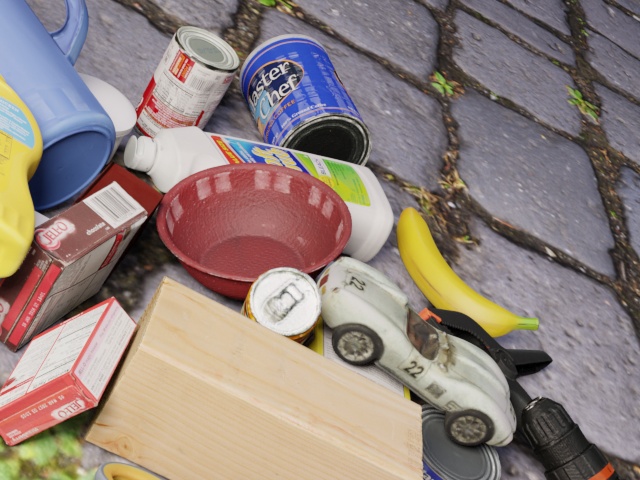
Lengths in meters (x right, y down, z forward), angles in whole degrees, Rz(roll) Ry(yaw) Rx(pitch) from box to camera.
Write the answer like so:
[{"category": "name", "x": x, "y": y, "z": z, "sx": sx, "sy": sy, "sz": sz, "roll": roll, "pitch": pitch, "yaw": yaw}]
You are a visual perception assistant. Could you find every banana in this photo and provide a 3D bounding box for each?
[{"category": "banana", "x": 0.126, "y": 0.037, "z": 1.066, "sx": 0.069, "sy": 0.037, "sz": 0.198, "roll": -11, "pitch": 46, "yaw": -41}]

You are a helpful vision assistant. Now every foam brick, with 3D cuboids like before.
[{"category": "foam brick", "x": -0.167, "y": -0.015, "z": 0.843, "sx": 0.051, "sy": 0.053, "sz": 0.078, "roll": 32, "pitch": 31, "yaw": -5}]

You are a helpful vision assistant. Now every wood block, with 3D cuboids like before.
[{"category": "wood block", "x": -0.041, "y": 0.123, "z": 0.730, "sx": 0.206, "sy": 0.091, "sz": 0.090, "roll": 28, "pitch": 28, "yaw": -11}]

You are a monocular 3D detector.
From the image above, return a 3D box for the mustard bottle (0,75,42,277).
[{"category": "mustard bottle", "x": -0.232, "y": -0.060, "z": 0.698, "sx": 0.096, "sy": 0.058, "sz": 0.191, "roll": 19, "pitch": 33, "yaw": -23}]

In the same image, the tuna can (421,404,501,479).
[{"category": "tuna can", "x": 0.100, "y": 0.175, "z": 0.855, "sx": 0.086, "sy": 0.034, "sz": 0.086, "roll": 25, "pitch": 32, "yaw": -17}]

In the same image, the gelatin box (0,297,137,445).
[{"category": "gelatin box", "x": -0.164, "y": 0.083, "z": 0.683, "sx": 0.030, "sy": 0.073, "sz": 0.089, "roll": 54, "pitch": 24, "yaw": -21}]

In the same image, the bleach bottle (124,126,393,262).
[{"category": "bleach bottle", "x": -0.059, "y": -0.050, "z": 0.991, "sx": 0.250, "sy": 0.068, "sz": 0.102, "roll": 12, "pitch": 36, "yaw": -30}]

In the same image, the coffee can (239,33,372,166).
[{"category": "coffee can", "x": -0.018, "y": -0.133, "z": 1.106, "sx": 0.102, "sy": 0.103, "sz": 0.140, "roll": 12, "pitch": 37, "yaw": -34}]

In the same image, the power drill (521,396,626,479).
[{"category": "power drill", "x": 0.188, "y": 0.224, "z": 0.820, "sx": 0.187, "sy": 0.057, "sz": 0.184, "roll": -22, "pitch": 75, "yaw": -53}]

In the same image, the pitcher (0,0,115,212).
[{"category": "pitcher", "x": -0.263, "y": -0.147, "z": 0.851, "sx": 0.243, "sy": 0.149, "sz": 0.144, "roll": 49, "pitch": 33, "yaw": 17}]

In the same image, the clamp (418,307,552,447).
[{"category": "clamp", "x": 0.160, "y": 0.127, "z": 0.951, "sx": 0.209, "sy": 0.036, "sz": 0.164, "roll": 31, "pitch": 28, "yaw": -32}]

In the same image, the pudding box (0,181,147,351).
[{"category": "pudding box", "x": -0.179, "y": 0.017, "z": 0.749, "sx": 0.039, "sy": 0.090, "sz": 0.113, "roll": 41, "pitch": 29, "yaw": 5}]

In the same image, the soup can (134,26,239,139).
[{"category": "soup can", "x": -0.128, "y": -0.142, "z": 1.012, "sx": 0.068, "sy": 0.102, "sz": 0.068, "roll": 24, "pitch": 32, "yaw": -17}]

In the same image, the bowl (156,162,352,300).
[{"category": "bowl", "x": -0.056, "y": 0.001, "z": 0.893, "sx": 0.162, "sy": 0.055, "sz": 0.162, "roll": 3, "pitch": 38, "yaw": -3}]
